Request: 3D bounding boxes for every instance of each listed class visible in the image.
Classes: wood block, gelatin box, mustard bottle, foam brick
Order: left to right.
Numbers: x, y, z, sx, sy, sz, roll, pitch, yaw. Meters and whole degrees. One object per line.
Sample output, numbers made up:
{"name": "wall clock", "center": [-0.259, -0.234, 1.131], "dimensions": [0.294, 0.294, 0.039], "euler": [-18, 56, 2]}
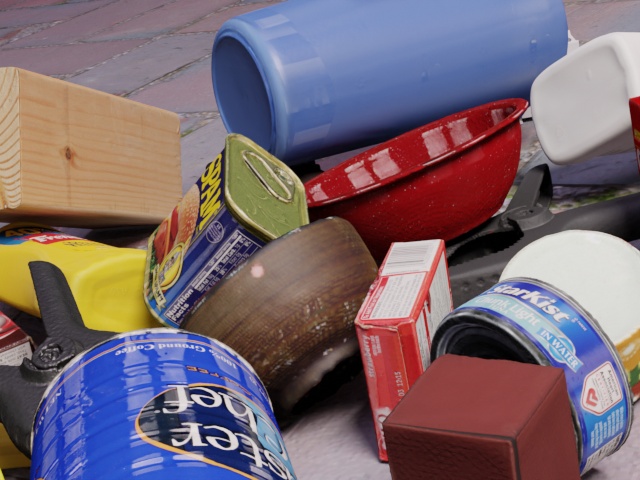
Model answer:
{"name": "wood block", "center": [-0.187, -0.059, 0.764], "dimensions": [0.090, 0.091, 0.205], "euler": [-3, -3, 21]}
{"name": "mustard bottle", "center": [-0.169, 0.023, 0.695], "dimensions": [0.096, 0.058, 0.192], "euler": [1, 7, -43]}
{"name": "gelatin box", "center": [0.043, 0.051, 0.510], "dimensions": [0.030, 0.073, 0.089], "euler": [-3, 24, 18]}
{"name": "foam brick", "center": [0.063, 0.089, 0.399], "dimensions": [0.053, 0.078, 0.051], "euler": [4, 28, 34]}

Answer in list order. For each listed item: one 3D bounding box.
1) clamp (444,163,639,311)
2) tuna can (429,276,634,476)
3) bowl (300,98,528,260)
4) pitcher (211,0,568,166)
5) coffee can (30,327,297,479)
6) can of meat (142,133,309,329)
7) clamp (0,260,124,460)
{"name": "clamp", "center": [0.135, -0.002, 0.633], "dimensions": [0.209, 0.036, 0.165], "euler": [-28, 20, -36]}
{"name": "tuna can", "center": [0.086, 0.061, 0.446], "dimensions": [0.033, 0.086, 0.086], "euler": [-27, 26, -29]}
{"name": "bowl", "center": [0.061, -0.032, 0.662], "dimensions": [0.162, 0.055, 0.162], "euler": [-23, 11, 4]}
{"name": "pitcher", "center": [0.046, -0.144, 0.773], "dimensions": [0.242, 0.149, 0.145], "euler": [-20, -22, -26]}
{"name": "coffee can", "center": [-0.054, 0.106, 0.384], "dimensions": [0.102, 0.103, 0.140], "euler": [-15, 22, -8]}
{"name": "can of meat", "center": [-0.054, 0.001, 0.599], "dimensions": [0.084, 0.057, 0.102], "euler": [-48, 23, 20]}
{"name": "clamp", "center": [-0.134, 0.070, 0.502], "dimensions": [0.120, 0.039, 0.172], "euler": [-39, 41, -27]}
